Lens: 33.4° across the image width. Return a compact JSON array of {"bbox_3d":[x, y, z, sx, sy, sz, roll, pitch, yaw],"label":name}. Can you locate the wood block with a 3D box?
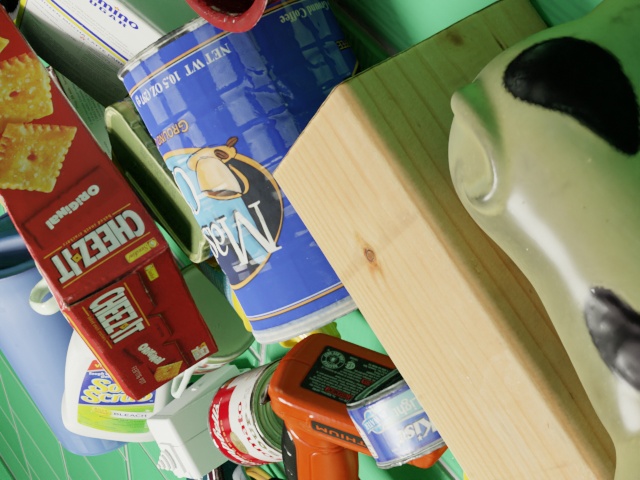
[{"bbox_3d":[0.082,0.027,0.399,0.206,0.090,0.091,57,156,6],"label":"wood block"}]

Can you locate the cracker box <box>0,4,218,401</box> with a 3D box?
[{"bbox_3d":[-0.157,-0.023,0.652,0.214,0.072,0.164,53,169,24],"label":"cracker box"}]

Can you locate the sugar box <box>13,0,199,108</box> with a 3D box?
[{"bbox_3d":[-0.124,-0.130,0.617,0.093,0.048,0.176,38,161,-14],"label":"sugar box"}]

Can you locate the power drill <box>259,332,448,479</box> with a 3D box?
[{"bbox_3d":[0.034,0.152,0.618,0.184,0.057,0.188,18,131,15],"label":"power drill"}]

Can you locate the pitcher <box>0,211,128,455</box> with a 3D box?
[{"bbox_3d":[-0.240,0.092,1.036,0.149,0.145,0.243,-120,10,-58],"label":"pitcher"}]

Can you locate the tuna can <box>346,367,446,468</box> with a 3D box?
[{"bbox_3d":[0.056,0.070,0.499,0.034,0.086,0.086,60,155,3],"label":"tuna can"}]

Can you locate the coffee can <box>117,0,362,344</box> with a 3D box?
[{"bbox_3d":[-0.016,-0.037,0.496,0.140,0.102,0.103,63,155,-5],"label":"coffee can"}]

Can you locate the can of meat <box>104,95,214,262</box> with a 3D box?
[{"bbox_3d":[-0.057,-0.048,0.582,0.102,0.083,0.057,50,154,20],"label":"can of meat"}]

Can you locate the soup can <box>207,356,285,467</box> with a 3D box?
[{"bbox_3d":[-0.032,0.119,0.734,0.068,0.068,0.102,59,154,1],"label":"soup can"}]

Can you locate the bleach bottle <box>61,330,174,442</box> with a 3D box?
[{"bbox_3d":[-0.166,0.092,0.868,0.251,0.102,0.068,106,172,-60],"label":"bleach bottle"}]
